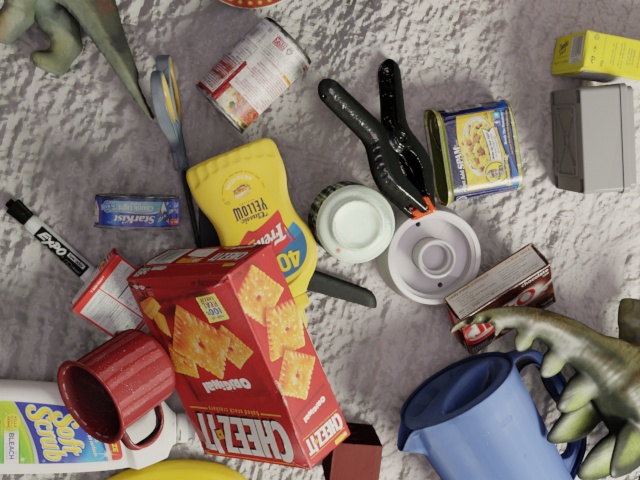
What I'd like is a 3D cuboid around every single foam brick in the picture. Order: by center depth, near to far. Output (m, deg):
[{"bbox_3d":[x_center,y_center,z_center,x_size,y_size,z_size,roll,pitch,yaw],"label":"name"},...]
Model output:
[{"bbox_3d":[0.032,0.228,1.127,0.053,0.078,0.051,7,97,-7],"label":"foam brick"}]

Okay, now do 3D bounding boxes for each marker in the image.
[{"bbox_3d":[-0.276,0.001,1.100,0.121,0.020,0.020,43,90,-8],"label":"marker"}]

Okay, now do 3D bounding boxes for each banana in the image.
[{"bbox_3d":[-0.152,0.265,1.131,0.197,0.037,0.069,6,95,-7],"label":"banana"}]

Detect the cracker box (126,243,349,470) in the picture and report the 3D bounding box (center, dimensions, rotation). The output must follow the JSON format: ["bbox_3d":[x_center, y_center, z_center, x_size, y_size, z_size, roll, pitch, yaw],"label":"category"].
[{"bbox_3d":[-0.084,0.113,1.042,0.072,0.164,0.213,-36,112,-40],"label":"cracker box"}]

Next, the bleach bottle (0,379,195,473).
[{"bbox_3d":[-0.256,0.188,1.102,0.250,0.068,0.102,0,94,-9],"label":"bleach bottle"}]

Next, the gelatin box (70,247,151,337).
[{"bbox_3d":[-0.200,0.063,1.100,0.089,0.030,0.073,39,91,-25],"label":"gelatin box"}]

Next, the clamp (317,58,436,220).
[{"bbox_3d":[0.062,-0.101,1.074,0.120,0.039,0.171,-15,80,-39],"label":"clamp"}]

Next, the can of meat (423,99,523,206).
[{"bbox_3d":[0.160,-0.094,1.118,0.084,0.057,0.102,-11,98,-7],"label":"can of meat"}]

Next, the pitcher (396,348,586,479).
[{"bbox_3d":[0.206,0.242,1.125,0.149,0.144,0.243,-24,104,32],"label":"pitcher"}]

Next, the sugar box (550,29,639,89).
[{"bbox_3d":[0.340,-0.180,1.109,0.176,0.093,0.048,7,95,-8],"label":"sugar box"}]

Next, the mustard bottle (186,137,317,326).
[{"bbox_3d":[-0.057,0.001,1.069,0.096,0.058,0.191,-22,91,-2],"label":"mustard bottle"}]

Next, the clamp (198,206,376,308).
[{"bbox_3d":[-0.067,0.046,1.118,0.164,0.036,0.210,-44,96,-1],"label":"clamp"}]

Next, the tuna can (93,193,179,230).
[{"bbox_3d":[-0.184,-0.029,1.073,0.086,0.086,0.034,1,94,-6],"label":"tuna can"}]

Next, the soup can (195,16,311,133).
[{"bbox_3d":[-0.068,-0.168,1.080,0.102,0.068,0.068,-45,98,-1],"label":"soup can"}]

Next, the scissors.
[{"bbox_3d":[-0.145,-0.087,1.072,0.016,0.096,0.202,-8,94,4],"label":"scissors"}]

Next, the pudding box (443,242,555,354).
[{"bbox_3d":[0.189,0.063,1.120,0.113,0.090,0.039,-34,59,-3],"label":"pudding box"}]

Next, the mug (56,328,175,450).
[{"bbox_3d":[-0.192,0.150,1.053,0.081,0.093,0.117,-35,100,-42],"label":"mug"}]
